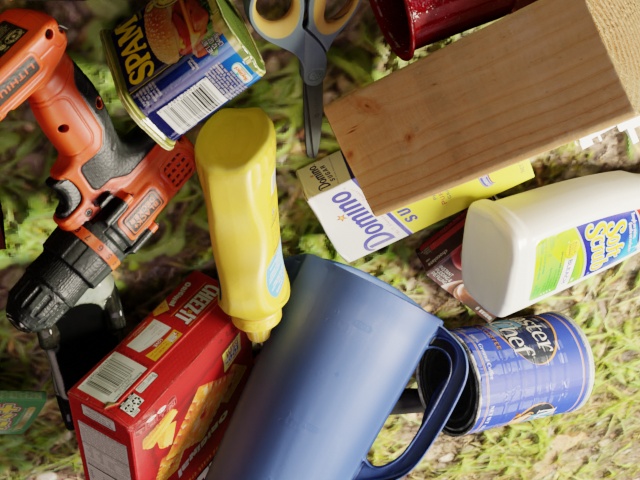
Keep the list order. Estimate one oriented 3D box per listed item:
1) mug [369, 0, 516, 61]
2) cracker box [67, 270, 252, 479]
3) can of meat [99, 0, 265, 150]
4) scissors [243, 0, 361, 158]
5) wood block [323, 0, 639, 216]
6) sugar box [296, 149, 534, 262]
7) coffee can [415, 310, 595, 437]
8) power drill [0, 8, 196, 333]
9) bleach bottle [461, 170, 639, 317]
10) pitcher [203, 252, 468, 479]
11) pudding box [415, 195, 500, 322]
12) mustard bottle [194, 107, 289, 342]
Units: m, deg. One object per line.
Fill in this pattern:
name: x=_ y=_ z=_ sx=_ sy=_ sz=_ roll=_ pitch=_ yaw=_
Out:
mug: x=0.080 y=-0.175 z=0.732 sx=0.081 sy=0.093 sz=0.117 roll=-21 pitch=163 yaw=-7
cracker box: x=-0.128 y=0.158 z=0.928 sx=0.164 sy=0.072 sz=0.214 roll=-47 pitch=152 yaw=-38
can of meat: x=-0.090 y=-0.123 z=0.702 sx=0.084 sy=0.102 sz=0.057 roll=-34 pitch=136 yaw=10
scissors: x=-0.021 y=-0.128 z=0.770 sx=0.096 sy=0.016 sz=0.202 roll=-7 pitch=141 yaw=-25
wood block: x=0.118 y=-0.098 z=0.727 sx=0.207 sy=0.090 sz=0.090 roll=-21 pitch=-173 yaw=38
sugar box: x=0.079 y=-0.054 z=0.874 sx=0.176 sy=0.048 sz=0.093 roll=-27 pitch=137 yaw=5
coffee can: x=0.179 y=0.128 z=1.036 sx=0.140 sy=0.103 sz=0.103 roll=-6 pitch=136 yaw=-29
power drill: x=-0.186 y=-0.048 z=0.727 sx=0.184 sy=0.057 sz=0.187 roll=-52 pitch=138 yaw=-16
bleach bottle: x=0.241 y=-0.019 z=0.932 sx=0.250 sy=0.068 sz=0.102 roll=-20 pitch=132 yaw=-25
pitcher: x=0.003 y=0.144 z=0.897 sx=0.144 sy=0.149 sz=0.243 roll=28 pitch=88 yaw=-37
pudding box: x=0.155 y=0.016 z=0.978 sx=0.090 sy=0.039 sz=0.113 roll=-39 pitch=134 yaw=17
mustard bottle: x=-0.056 y=0.001 z=0.820 sx=0.058 sy=0.096 sz=0.192 roll=-2 pitch=126 yaw=3
